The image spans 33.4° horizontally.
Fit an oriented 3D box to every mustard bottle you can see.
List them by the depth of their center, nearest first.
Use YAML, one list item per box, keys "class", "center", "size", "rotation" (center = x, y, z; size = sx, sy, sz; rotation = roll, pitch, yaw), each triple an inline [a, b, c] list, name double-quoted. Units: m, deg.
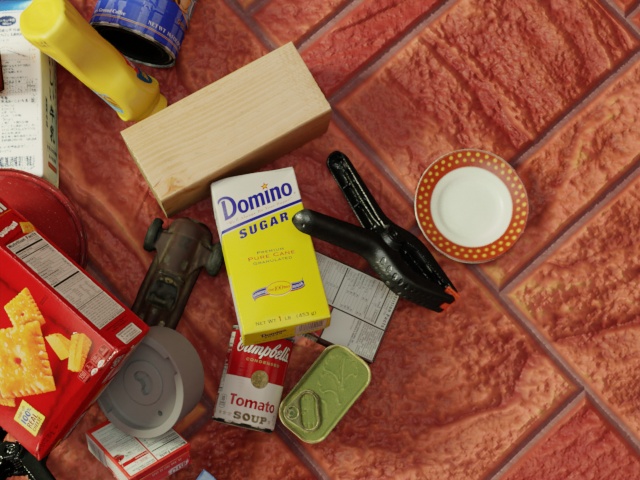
- class: "mustard bottle"
  center: [-0.228, -0.180, 1.135]
  size: [0.058, 0.096, 0.191]
  rotation: [-50, 129, -1]

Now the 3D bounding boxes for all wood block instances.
- class: "wood block"
  center: [-0.100, -0.118, 1.159]
  size: [0.206, 0.090, 0.091]
  rotation: [-30, 83, -8]

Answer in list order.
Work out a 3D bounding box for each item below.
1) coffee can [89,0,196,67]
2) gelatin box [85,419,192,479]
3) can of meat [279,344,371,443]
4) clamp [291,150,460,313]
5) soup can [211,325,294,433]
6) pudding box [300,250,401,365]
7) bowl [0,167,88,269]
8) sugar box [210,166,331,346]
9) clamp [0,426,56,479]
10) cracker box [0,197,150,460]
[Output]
- class: "coffee can"
  center: [-0.185, -0.276, 1.175]
  size: [0.103, 0.103, 0.140]
  rotation: [18, 79, 0]
- class: "gelatin box"
  center: [-0.185, 0.212, 1.089]
  size: [0.073, 0.030, 0.089]
  rotation: [-26, 42, -32]
- class: "can of meat"
  center: [0.002, 0.162, 1.117]
  size: [0.057, 0.084, 0.102]
  rotation: [39, 80, 3]
- class: "clamp"
  center: [0.066, -0.004, 1.152]
  size: [0.210, 0.164, 0.036]
  rotation: [38, 123, -14]
- class: "soup can"
  center: [-0.071, 0.146, 1.124]
  size: [0.068, 0.068, 0.102]
  rotation: [13, 80, -1]
- class: "pudding box"
  center: [0.022, 0.072, 1.158]
  size: [0.113, 0.039, 0.090]
  rotation: [25, 77, -1]
- class: "bowl"
  center: [-0.325, 0.010, 1.099]
  size: [0.162, 0.055, 0.162]
  rotation: [2, 113, 6]
- class: "sugar box"
  center: [-0.054, 0.014, 1.108]
  size: [0.093, 0.048, 0.176]
  rotation: [-11, 69, -9]
- class: "clamp"
  center: [-0.296, 0.223, 1.066]
  size: [0.120, 0.039, 0.171]
  rotation: [2, 46, -4]
- class: "cracker box"
  center: [-0.298, 0.082, 1.035]
  size: [0.214, 0.072, 0.164]
  rotation: [41, 115, 2]
